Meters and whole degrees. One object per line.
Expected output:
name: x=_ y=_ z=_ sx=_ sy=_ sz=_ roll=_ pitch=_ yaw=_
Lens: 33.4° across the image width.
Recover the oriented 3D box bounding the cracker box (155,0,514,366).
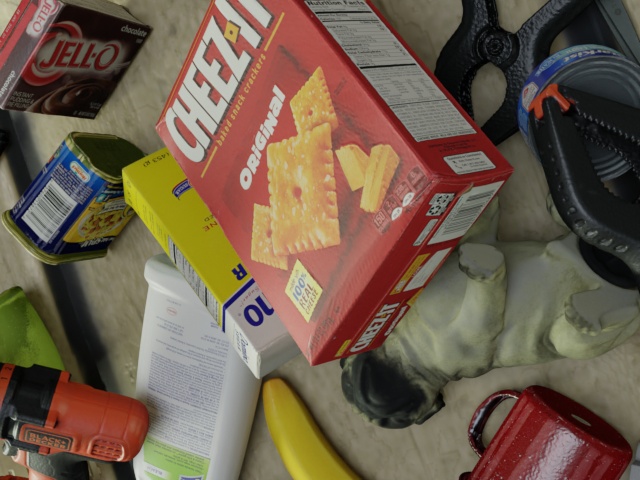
cracker box: x=-0.005 y=-0.057 z=0.659 sx=0.214 sy=0.071 sz=0.164 roll=54 pitch=133 yaw=25

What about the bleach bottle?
bleach bottle: x=-0.104 y=0.142 z=0.816 sx=0.103 sy=0.068 sz=0.251 roll=18 pitch=104 yaw=21

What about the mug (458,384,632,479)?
mug: x=0.146 y=0.145 z=0.716 sx=0.117 sy=0.093 sz=0.081 roll=41 pitch=105 yaw=49

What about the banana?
banana: x=0.028 y=0.179 z=0.786 sx=0.198 sy=0.037 sz=0.069 roll=31 pitch=86 yaw=14

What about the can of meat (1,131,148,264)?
can of meat: x=-0.176 y=-0.033 z=0.804 sx=0.057 sy=0.102 sz=0.084 roll=45 pitch=106 yaw=11

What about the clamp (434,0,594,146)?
clamp: x=0.114 y=-0.139 z=0.715 sx=0.120 sy=0.039 sz=0.172 roll=33 pitch=110 yaw=23

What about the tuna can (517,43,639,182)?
tuna can: x=0.171 y=-0.082 z=0.685 sx=0.086 sy=0.034 sz=0.086 roll=-2 pitch=116 yaw=-5

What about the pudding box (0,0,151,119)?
pudding box: x=-0.189 y=-0.139 z=0.791 sx=0.039 sy=0.113 sz=0.090 roll=42 pitch=107 yaw=15

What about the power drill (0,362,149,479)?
power drill: x=-0.233 y=0.162 z=0.804 sx=0.184 sy=0.057 sz=0.188 roll=16 pitch=135 yaw=-8

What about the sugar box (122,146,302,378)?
sugar box: x=-0.055 y=0.001 z=0.747 sx=0.093 sy=0.048 sz=0.176 roll=-31 pitch=62 yaw=-21
